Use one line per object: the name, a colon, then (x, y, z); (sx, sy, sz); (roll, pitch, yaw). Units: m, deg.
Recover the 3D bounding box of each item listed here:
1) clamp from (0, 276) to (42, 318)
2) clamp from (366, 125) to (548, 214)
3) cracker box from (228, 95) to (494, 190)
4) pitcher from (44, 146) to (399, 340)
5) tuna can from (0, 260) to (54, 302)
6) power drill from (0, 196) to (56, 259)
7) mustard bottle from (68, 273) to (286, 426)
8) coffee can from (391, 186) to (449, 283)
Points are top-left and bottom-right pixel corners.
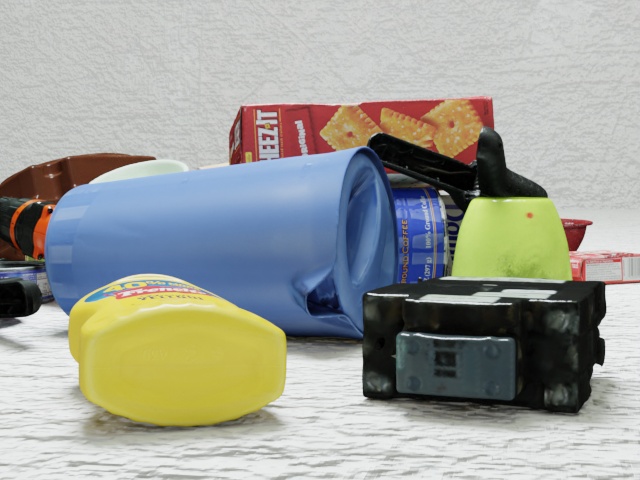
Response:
clamp: (-0.283, 0.049, 0.795); (0.164, 0.036, 0.210); (-8, 2, -10)
clamp: (0.131, -0.046, 0.833); (0.171, 0.039, 0.120); (24, -10, -34)
cracker box: (0.029, -0.082, 0.948); (0.213, 0.072, 0.164); (-2, -3, -8)
pitcher: (-0.068, 0.002, 0.779); (0.243, 0.145, 0.149); (-2, -16, 22)
tuna can: (-0.285, 0.038, 0.966); (0.086, 0.034, 0.086); (-1, 4, 0)
power drill: (-0.204, 0.001, 1.016); (0.187, 0.057, 0.185); (9, 6, -45)
mustard bottle: (-0.086, 0.051, 0.574); (0.096, 0.058, 0.192); (-1, 3, -16)
coffee can: (0.027, 0.005, 0.903); (0.140, 0.103, 0.103); (-1, 4, -8)
